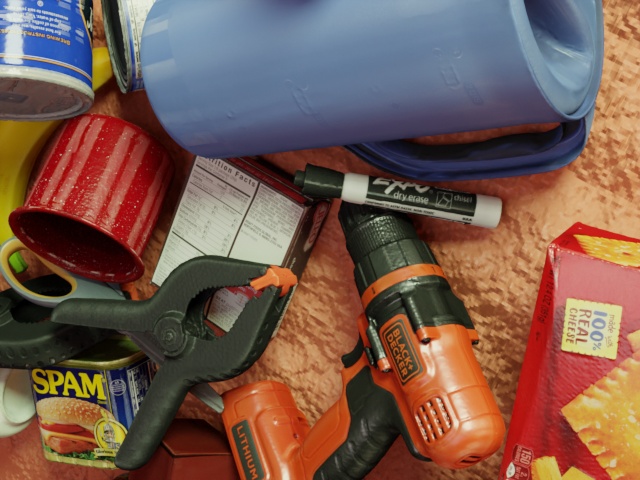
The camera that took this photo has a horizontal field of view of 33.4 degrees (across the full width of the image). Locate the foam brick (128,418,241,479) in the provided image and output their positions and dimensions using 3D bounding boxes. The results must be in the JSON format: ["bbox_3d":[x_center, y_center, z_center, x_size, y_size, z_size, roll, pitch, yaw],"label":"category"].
[{"bbox_3d":[-0.092,0.156,0.724,0.078,0.052,0.051,19,101,61],"label":"foam brick"}]

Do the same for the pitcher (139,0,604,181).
[{"bbox_3d":[0.027,-0.105,0.590,0.243,0.144,0.149,-7,86,34],"label":"pitcher"}]

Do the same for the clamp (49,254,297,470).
[{"bbox_3d":[-0.096,0.054,0.678,0.172,0.039,0.120,-39,82,16],"label":"clamp"}]

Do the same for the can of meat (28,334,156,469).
[{"bbox_3d":[-0.164,0.116,0.781,0.102,0.057,0.084,0,104,30],"label":"can of meat"}]

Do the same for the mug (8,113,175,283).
[{"bbox_3d":[-0.155,-0.028,0.713,0.117,0.093,0.081,-5,55,40],"label":"mug"}]

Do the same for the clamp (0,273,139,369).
[{"bbox_3d":[-0.236,0.059,0.775,0.210,0.165,0.036,-16,122,-7],"label":"clamp"}]

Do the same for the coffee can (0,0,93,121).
[{"bbox_3d":[-0.197,-0.157,0.685,0.103,0.102,0.140,-6,80,30],"label":"coffee can"}]

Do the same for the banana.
[{"bbox_3d":[-0.207,-0.070,0.776,0.069,0.037,0.198,31,118,-1],"label":"banana"}]

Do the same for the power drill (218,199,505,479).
[{"bbox_3d":[0.013,0.080,0.654,0.188,0.057,0.184,-45,53,36],"label":"power drill"}]

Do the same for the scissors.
[{"bbox_3d":[-0.130,0.035,0.737,0.202,0.096,0.016,24,154,15],"label":"scissors"}]

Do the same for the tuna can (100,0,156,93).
[{"bbox_3d":[-0.116,-0.138,0.680,0.086,0.033,0.086,169,90,-74],"label":"tuna can"}]

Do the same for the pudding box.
[{"bbox_3d":[-0.055,0.001,0.703,0.090,0.039,0.114,32,113,20],"label":"pudding box"}]

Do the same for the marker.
[{"bbox_3d":[0.044,-0.026,0.619,0.121,0.020,0.020,10,109,-4],"label":"marker"}]
